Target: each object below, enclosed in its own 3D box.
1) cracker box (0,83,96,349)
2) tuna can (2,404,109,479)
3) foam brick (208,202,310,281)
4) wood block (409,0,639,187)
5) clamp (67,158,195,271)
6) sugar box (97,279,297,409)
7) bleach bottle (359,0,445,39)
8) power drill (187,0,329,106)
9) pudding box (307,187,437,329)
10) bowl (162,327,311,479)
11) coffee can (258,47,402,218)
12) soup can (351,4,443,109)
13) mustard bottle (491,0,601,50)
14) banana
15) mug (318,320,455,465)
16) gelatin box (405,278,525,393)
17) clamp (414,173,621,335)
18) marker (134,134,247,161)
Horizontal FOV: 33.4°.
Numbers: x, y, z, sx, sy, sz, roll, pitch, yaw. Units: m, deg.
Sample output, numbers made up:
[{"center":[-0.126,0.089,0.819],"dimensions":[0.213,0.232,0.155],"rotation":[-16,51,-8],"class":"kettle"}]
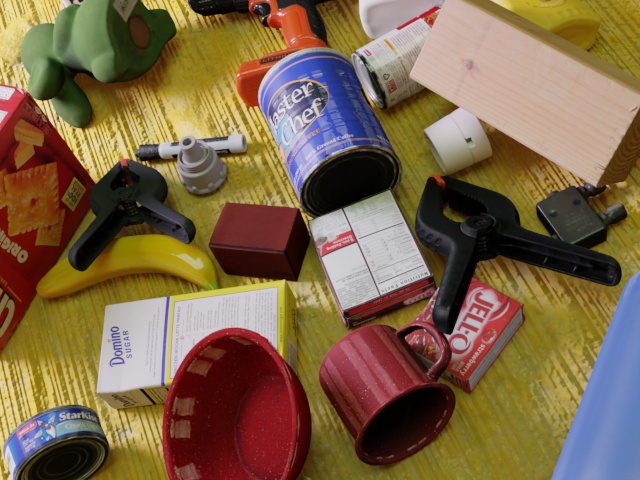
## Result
[{"center":[-0.319,-0.019,1.031],"dimensions":[0.072,0.164,0.213],"rotation":[12,61,25],"class":"cracker box"},{"center":[-0.226,0.181,0.917],"dimensions":[0.086,0.086,0.034],"rotation":[-30,55,-5],"class":"tuna can"},{"center":[-0.057,0.001,1.011],"dimensions":[0.078,0.053,0.051],"rotation":[5,59,18],"class":"foam brick"},{"center":[0.199,-0.140,0.976],"dimensions":[0.206,0.090,0.091],"rotation":[35,113,24],"class":"wood block"},{"center":[-0.178,-0.032,1.049],"dimensions":[0.120,0.039,0.171],"rotation":[-5,36,1],"class":"clamp"},{"center":[-0.110,0.095,0.968],"dimensions":[0.176,0.048,0.093],"rotation":[-9,57,14],"class":"sugar box"},{"center":[0.094,-0.334,1.191],"dimensions":[0.103,0.068,0.251],"rotation":[-5,53,12],"class":"bleach bottle"},{"center":[-0.057,-0.235,1.167],"dimensions":[0.184,0.057,0.187],"rotation":[-11,55,9],"class":"power drill"},{"center":[0.046,0.016,0.981],"dimensions":[0.090,0.039,0.113],"rotation":[-21,56,-1],"class":"pudding box"},{"center":[-0.059,0.154,0.874],"dimensions":[0.162,0.055,0.162],"rotation":[-12,73,41],"class":"bowl"},{"center":[0.007,-0.103,1.032],"dimensions":[0.103,0.103,0.140],"rotation":[-22,54,0],"class":"coffee can"},{"center":[0.092,-0.186,1.086],"dimensions":[0.102,0.068,0.068],"rotation":[-30,54,-5],"class":"soup can"},{"center":[0.194,-0.255,1.105],"dimensions":[0.096,0.058,0.192],"rotation":[-19,49,-24],"class":"mustard bottle"},{"center":[-0.182,0.026,1.039],"dimensions":[0.198,0.037,0.069],"rotation":[1,55,16],"class":"banana"},{"center":[0.058,0.114,0.873],"dimensions":[0.117,0.093,0.082],"rotation":[-50,48,15],"class":"mug"},{"center":[0.123,0.076,0.923],"dimensions":[0.073,0.030,0.089],"rotation":[30,69,30],"class":"gelatin box"},{"center":[0.133,0.004,0.928],"dimensions":[0.164,0.036,0.210],"rotation":[-18,36,-18],"class":"clamp"},{"center":[-0.137,-0.097,1.121],"dimensions":[0.121,0.020,0.020],"rotation":[-4,56,13],"class":"marker"}]
